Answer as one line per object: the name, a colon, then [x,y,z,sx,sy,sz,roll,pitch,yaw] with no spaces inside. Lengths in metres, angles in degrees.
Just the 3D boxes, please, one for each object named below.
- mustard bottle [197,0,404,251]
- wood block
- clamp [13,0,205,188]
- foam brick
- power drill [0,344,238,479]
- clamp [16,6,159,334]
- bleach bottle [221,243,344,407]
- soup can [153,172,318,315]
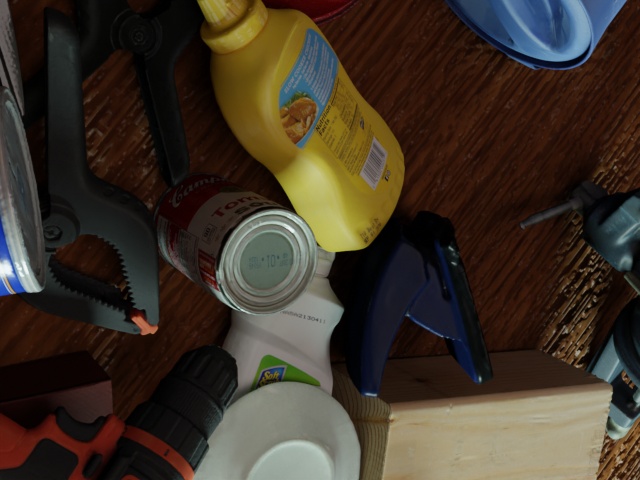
mustard bottle: [-0.016,-0.085,0.663,0.191,0.058,0.096,51,48,-38]
wood block: [0.108,0.141,0.804,0.205,0.091,0.090,0,103,-30]
clamp: [-0.122,-0.118,0.624,0.120,0.039,0.171,3,103,-34]
foam brick: [-0.170,0.106,0.652,0.078,0.051,0.053,-9,109,-28]
power drill: [-0.153,0.093,0.590,0.187,0.057,0.184,38,58,-9]
clamp: [-0.151,-0.022,0.613,0.165,0.036,0.209,-37,126,11]
bleach bottle: [-0.034,0.123,0.733,0.102,0.068,0.251,15,94,-33]
soup can: [-0.054,0.001,0.659,0.068,0.102,0.068,-9,108,-28]
